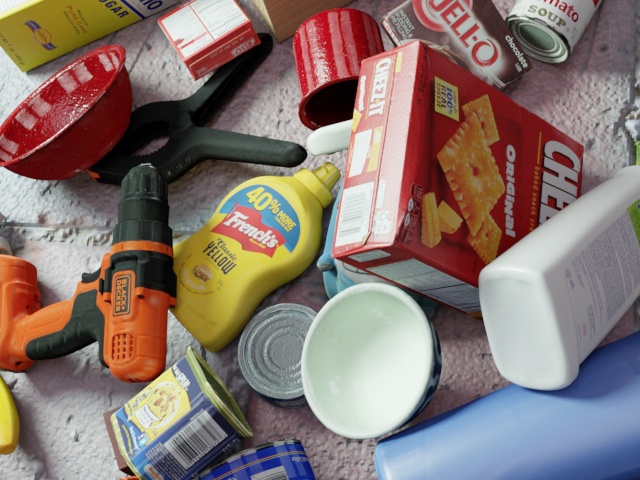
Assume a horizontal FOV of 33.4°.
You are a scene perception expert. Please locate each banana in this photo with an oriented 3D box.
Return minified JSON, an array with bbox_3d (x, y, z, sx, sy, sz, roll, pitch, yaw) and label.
[{"bbox_3d":[-0.323,0.114,0.934,0.198,0.037,0.069,35,35,13],"label":"banana"}]

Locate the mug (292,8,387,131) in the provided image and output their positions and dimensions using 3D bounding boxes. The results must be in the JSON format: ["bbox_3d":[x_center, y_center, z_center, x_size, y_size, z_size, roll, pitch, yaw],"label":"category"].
[{"bbox_3d":[0.031,-0.153,0.963,0.117,0.093,0.081,2,62,-23],"label":"mug"}]

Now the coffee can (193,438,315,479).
[{"bbox_3d":[-0.035,0.238,0.817,0.103,0.103,0.140,-24,68,0],"label":"coffee can"}]

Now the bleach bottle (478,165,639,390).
[{"bbox_3d":[0.222,0.013,0.829,0.068,0.102,0.250,2,24,45],"label":"bleach bottle"}]

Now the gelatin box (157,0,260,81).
[{"bbox_3d":[-0.106,-0.198,1.011,0.073,0.030,0.089,-31,45,-2],"label":"gelatin box"}]

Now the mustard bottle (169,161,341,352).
[{"bbox_3d":[-0.056,0.001,0.931,0.191,0.058,0.096,-43,64,-7],"label":"mustard bottle"}]

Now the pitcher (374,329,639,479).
[{"bbox_3d":[0.170,0.167,0.791,0.243,0.149,0.145,-21,72,5],"label":"pitcher"}]

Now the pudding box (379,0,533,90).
[{"bbox_3d":[0.121,-0.175,0.953,0.090,0.039,0.113,-34,98,-3],"label":"pudding box"}]

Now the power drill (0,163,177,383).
[{"bbox_3d":[-0.207,0.035,0.910,0.188,0.057,0.184,-11,68,29],"label":"power drill"}]

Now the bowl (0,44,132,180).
[{"bbox_3d":[-0.227,-0.106,0.976,0.162,0.055,0.162,-28,31,18],"label":"bowl"}]

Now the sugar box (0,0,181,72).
[{"bbox_3d":[-0.230,-0.232,1.026,0.176,0.093,0.048,-22,69,1],"label":"sugar box"}]

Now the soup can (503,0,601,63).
[{"bbox_3d":[0.217,-0.220,0.960,0.068,0.068,0.102,28,78,18],"label":"soup can"}]

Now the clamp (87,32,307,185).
[{"bbox_3d":[-0.120,-0.109,0.988,0.210,0.036,0.164,-15,53,10],"label":"clamp"}]

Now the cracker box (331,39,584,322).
[{"bbox_3d":[0.117,-0.035,0.836,0.072,0.213,0.164,-12,62,48],"label":"cracker box"}]

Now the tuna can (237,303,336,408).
[{"bbox_3d":[-0.027,0.097,0.904,0.086,0.033,0.086,-3,70,8],"label":"tuna can"}]

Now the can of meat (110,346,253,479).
[{"bbox_3d":[-0.108,0.140,0.813,0.084,0.102,0.057,-39,114,-4],"label":"can of meat"}]
